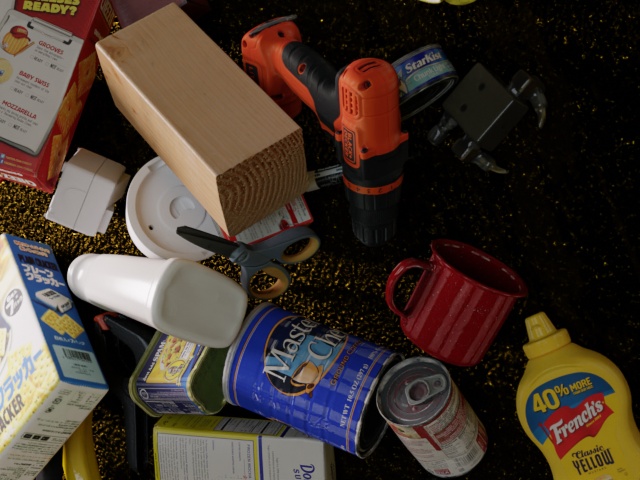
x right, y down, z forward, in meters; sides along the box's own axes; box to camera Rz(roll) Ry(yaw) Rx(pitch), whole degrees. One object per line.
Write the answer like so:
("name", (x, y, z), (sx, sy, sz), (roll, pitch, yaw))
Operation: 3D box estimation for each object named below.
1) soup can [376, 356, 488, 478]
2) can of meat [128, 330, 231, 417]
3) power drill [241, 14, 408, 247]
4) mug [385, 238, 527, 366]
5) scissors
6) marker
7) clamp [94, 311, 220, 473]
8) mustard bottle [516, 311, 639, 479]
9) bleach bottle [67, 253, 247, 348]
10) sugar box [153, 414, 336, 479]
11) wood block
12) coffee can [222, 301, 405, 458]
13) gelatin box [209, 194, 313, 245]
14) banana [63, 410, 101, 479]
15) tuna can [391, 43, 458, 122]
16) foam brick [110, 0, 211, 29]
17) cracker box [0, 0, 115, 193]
("soup can", (0.100, 0.157, 0.937), (0.069, 0.102, 0.068), (-18, 46, 19))
("can of meat", (-0.123, 0.120, 1.032), (0.084, 0.102, 0.057), (-7, 135, 40))
("power drill", (0.006, -0.103, 0.946), (0.188, 0.057, 0.184), (40, 145, 39))
("mug", (0.111, 0.053, 0.933), (0.117, 0.093, 0.082), (18, 111, -20))
("scissors", (-0.056, 0.001, 0.963), (0.096, 0.201, 0.016), (-39, 63, -3))
("marker", (0.039, -0.068, 1.000), (0.121, 0.020, 0.020), (-13, 89, 24))
("clamp", (-0.174, 0.147, 1.099), (0.120, 0.039, 0.171), (-22, 92, 17))
("mustard bottle", (0.223, 0.152, 0.916), (0.096, 0.058, 0.191), (-26, 84, 22))
("bleach bottle", (-0.180, 0.046, 1.029), (0.251, 0.102, 0.068), (9, 76, 50))
("sugar box", (-0.074, 0.222, 1.042), (0.176, 0.048, 0.093), (2, 105, 13))
("wood block", (-0.109, -0.113, 0.977), (0.090, 0.090, 0.206), (-33, 58, -17))
("coffee can", (-0.005, 0.128, 0.989), (0.140, 0.102, 0.103), (19, 101, 21))
("gelatin box", (-0.060, -0.034, 1.015), (0.089, 0.030, 0.073), (-22, 84, -19))
("banana", (-0.247, 0.239, 1.128), (0.070, 0.037, 0.198), (4, 104, 51))
("tuna can", (0.078, -0.135, 0.942), (0.086, 0.086, 0.034), (-34, 82, 22))
("foam brick", (-0.158, -0.234, 1.054), (0.078, 0.053, 0.051), (-28, 83, 22))
("cracker box", (-0.314, -0.172, 1.060), (0.164, 0.072, 0.213), (16, 77, 4))
